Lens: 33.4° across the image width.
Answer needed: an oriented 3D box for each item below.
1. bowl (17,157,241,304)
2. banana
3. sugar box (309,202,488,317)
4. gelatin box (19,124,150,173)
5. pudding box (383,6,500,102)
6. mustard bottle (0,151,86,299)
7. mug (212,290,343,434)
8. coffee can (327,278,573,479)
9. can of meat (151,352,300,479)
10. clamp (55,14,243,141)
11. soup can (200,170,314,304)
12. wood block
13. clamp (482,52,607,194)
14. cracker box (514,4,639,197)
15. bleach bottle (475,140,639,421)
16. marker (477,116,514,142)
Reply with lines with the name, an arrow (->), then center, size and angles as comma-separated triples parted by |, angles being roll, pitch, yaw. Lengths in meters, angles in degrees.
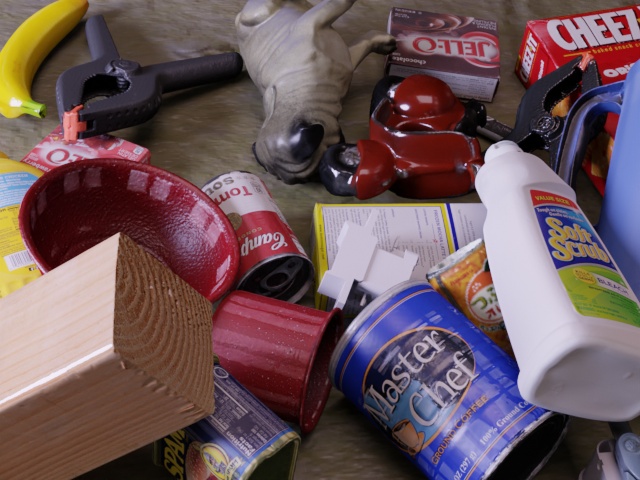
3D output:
bowl -> -0.142, 0.012, 0.780 | 0.162, 0.055, 0.162 | 15, 40, -13
banana -> -0.270, -0.171, 1.009 | 0.069, 0.037, 0.197 | 2, 45, 1
sugar box -> 0.082, 0.016, 0.867 | 0.176, 0.048, 0.093 | 2, 51, -8
gelatin box -> -0.203, -0.063, 0.921 | 0.089, 0.030, 0.073 | 23, 49, 15
pudding box -> 0.121, -0.185, 1.060 | 0.113, 0.039, 0.090 | 6, 48, 0
mustard bottle -> -0.247, -0.011, 0.849 | 0.096, 0.058, 0.192 | -16, 51, -21
mug -> -0.032, 0.081, 0.776 | 0.081, 0.093, 0.117 | 14, 16, 13
coffee can -> 0.088, 0.109, 0.743 | 0.102, 0.103, 0.140 | -30, 57, -29
can of meat -> -0.063, 0.137, 0.704 | 0.084, 0.102, 0.057 | 38, 54, 24
clamp -> -0.188, -0.151, 0.982 | 0.165, 0.036, 0.209 | 20, 36, 16
soup can -> -0.056, 0.001, 0.851 | 0.068, 0.068, 0.102 | -16, 51, -19
wood block -> -0.175, 0.092, 0.666 | 0.206, 0.090, 0.090 | -27, 44, 22
clamp -> 0.204, -0.084, 0.927 | 0.120, 0.039, 0.171 | 35, 83, 29
cracker box -> 0.305, -0.134, 1.009 | 0.164, 0.072, 0.214 | -11, 49, -14
bleach bottle -> 0.157, 0.010, 0.757 | 0.102, 0.068, 0.251 | 16, 35, -24
marker -> 0.145, -0.114, 1.010 | 0.121, 0.020, 0.020 | 30, 51, 20
